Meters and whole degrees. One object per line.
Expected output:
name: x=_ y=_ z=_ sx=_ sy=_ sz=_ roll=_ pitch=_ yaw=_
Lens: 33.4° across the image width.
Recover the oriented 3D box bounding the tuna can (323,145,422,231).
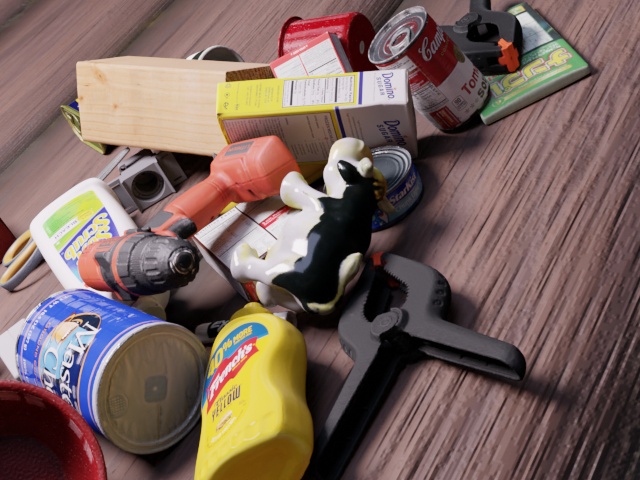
tuna can: x=0.048 y=-0.046 z=0.959 sx=0.086 sy=0.033 sz=0.086 roll=-21 pitch=33 yaw=14

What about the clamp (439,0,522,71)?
clamp: x=0.158 y=-0.216 z=1.078 sx=0.120 sy=0.039 sz=0.172 roll=-43 pitch=38 yaw=-8

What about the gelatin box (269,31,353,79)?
gelatin box: x=-0.001 y=-0.160 z=1.103 sx=0.073 sy=0.089 sz=0.030 roll=-26 pitch=-4 yaw=22

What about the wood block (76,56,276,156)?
wood block: x=-0.156 y=-0.148 z=1.157 sx=0.206 sy=0.090 sz=0.090 roll=9 pitch=18 yaw=31

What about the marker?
marker: x=-0.076 y=0.076 z=0.902 sx=0.121 sy=0.020 sz=0.020 roll=-10 pitch=37 yaw=29

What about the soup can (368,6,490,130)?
soup can: x=0.102 y=-0.159 z=0.996 sx=0.069 sy=0.102 sz=0.068 roll=-34 pitch=32 yaw=25

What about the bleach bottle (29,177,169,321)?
bleach bottle: x=-0.203 y=0.021 z=1.043 sx=0.102 sy=0.068 sz=0.251 roll=-37 pitch=35 yaw=-12

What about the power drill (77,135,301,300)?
power drill: x=-0.105 y=-0.019 z=0.908 sx=0.187 sy=0.057 sz=0.185 roll=-38 pitch=19 yaw=-28

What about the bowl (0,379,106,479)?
bowl: x=-0.237 y=0.187 z=0.793 sx=0.162 sy=0.162 sz=0.055 roll=-37 pitch=-8 yaw=-12

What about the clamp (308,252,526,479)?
clamp: x=0.066 y=0.069 z=0.775 sx=0.165 sy=0.036 sz=0.210 roll=-28 pitch=29 yaw=20

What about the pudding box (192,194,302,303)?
pudding box: x=-0.056 y=0.001 z=0.974 sx=0.090 sy=0.039 sz=0.114 roll=-37 pitch=30 yaw=-10

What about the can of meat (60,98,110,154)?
can of meat: x=-0.271 y=-0.163 z=1.360 sx=0.083 sy=0.057 sz=0.102 roll=-38 pitch=33 yaw=-17

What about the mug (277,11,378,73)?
mug: x=0.017 y=-0.203 z=1.168 sx=0.082 sy=0.093 sz=0.117 roll=-3 pitch=4 yaw=29

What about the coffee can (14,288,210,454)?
coffee can: x=-0.169 y=0.102 z=0.861 sx=0.141 sy=0.102 sz=0.102 roll=14 pitch=52 yaw=49

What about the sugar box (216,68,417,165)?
sugar box: x=-0.001 y=-0.111 z=0.988 sx=0.176 sy=0.093 sz=0.048 roll=-4 pitch=61 yaw=9

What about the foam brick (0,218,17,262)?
foam brick: x=-0.394 y=-0.006 z=1.241 sx=0.051 sy=0.053 sz=0.078 roll=-41 pitch=32 yaw=-18

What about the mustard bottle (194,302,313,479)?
mustard bottle: x=-0.050 y=0.109 z=0.790 sx=0.096 sy=0.058 sz=0.191 roll=-46 pitch=24 yaw=24

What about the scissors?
scissors: x=-0.290 y=-0.029 z=1.186 sx=0.201 sy=0.016 sz=0.096 roll=-53 pitch=29 yaw=-11
